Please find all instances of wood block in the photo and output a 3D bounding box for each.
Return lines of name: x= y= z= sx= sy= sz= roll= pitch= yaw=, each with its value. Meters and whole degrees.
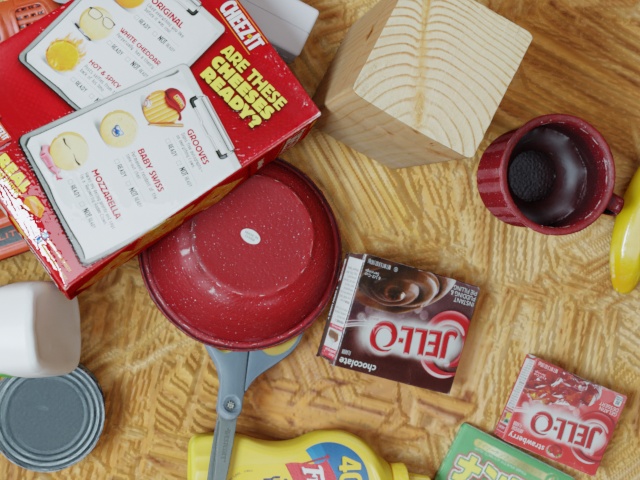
wood block: x=0.059 y=-0.113 z=0.764 sx=0.090 sy=0.206 sz=0.091 roll=28 pitch=87 yaw=-9

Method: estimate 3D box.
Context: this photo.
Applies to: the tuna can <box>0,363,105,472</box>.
tuna can: x=-0.207 y=0.130 z=0.813 sx=0.086 sy=0.034 sz=0.086 roll=0 pitch=91 yaw=-9

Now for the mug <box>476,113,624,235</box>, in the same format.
mug: x=0.185 y=-0.047 z=0.849 sx=0.117 sy=0.081 sz=0.093 roll=19 pitch=88 yaw=-9

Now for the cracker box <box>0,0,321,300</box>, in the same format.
cracker box: x=-0.135 y=-0.086 z=0.745 sx=0.213 sy=0.072 sz=0.164 roll=-36 pitch=88 yaw=-14

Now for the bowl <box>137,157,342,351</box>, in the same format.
bowl: x=-0.055 y=0.001 z=0.807 sx=0.162 sy=0.055 sz=0.162 roll=3 pitch=78 yaw=-13

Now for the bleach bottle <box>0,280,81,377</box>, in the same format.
bleach bottle: x=-0.307 y=0.070 z=0.762 sx=0.251 sy=0.102 sz=0.068 roll=-4 pitch=84 yaw=7

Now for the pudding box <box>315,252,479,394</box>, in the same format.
pudding box: x=0.062 y=0.065 z=0.842 sx=0.113 sy=0.039 sz=0.090 roll=16 pitch=88 yaw=-23

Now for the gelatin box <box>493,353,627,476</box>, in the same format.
gelatin box: x=0.199 y=0.145 z=0.882 sx=0.089 sy=0.030 sz=0.073 roll=24 pitch=88 yaw=-9

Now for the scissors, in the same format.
scissors: x=-0.052 y=0.118 z=0.818 sx=0.096 sy=0.016 sz=0.202 roll=-2 pitch=73 yaw=-19

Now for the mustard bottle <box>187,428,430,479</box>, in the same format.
mustard bottle: x=-0.007 y=0.197 z=0.836 sx=0.191 sy=0.058 sz=0.096 roll=0 pitch=85 yaw=-10
